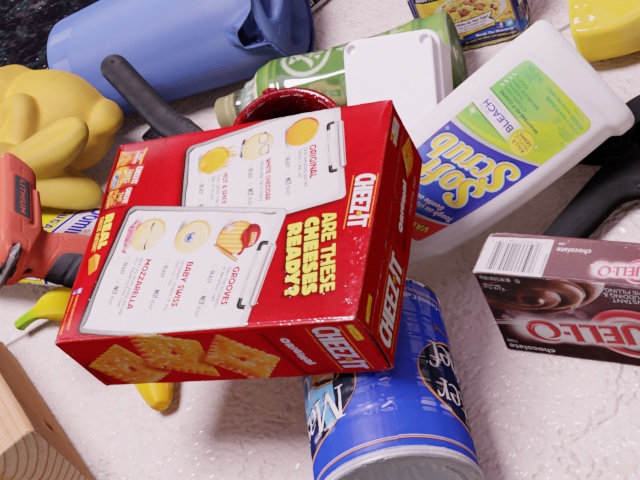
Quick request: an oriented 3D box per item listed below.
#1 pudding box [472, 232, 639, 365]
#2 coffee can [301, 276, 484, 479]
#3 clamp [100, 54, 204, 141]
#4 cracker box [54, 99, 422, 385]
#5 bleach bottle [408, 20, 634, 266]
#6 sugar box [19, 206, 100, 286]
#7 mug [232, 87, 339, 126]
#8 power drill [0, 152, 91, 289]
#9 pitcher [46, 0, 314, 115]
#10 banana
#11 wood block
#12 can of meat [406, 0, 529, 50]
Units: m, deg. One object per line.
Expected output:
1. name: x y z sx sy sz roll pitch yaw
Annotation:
1. pudding box: 0.165 0.038 0.685 0.114 0.090 0.039 7 54 33
2. coffee can: 0.041 0.106 0.683 0.103 0.102 0.140 -20 45 12
3. clamp: -0.130 -0.097 0.943 0.039 0.120 0.172 -48 51 -9
4. cracker box: -0.050 0.006 0.695 0.214 0.072 0.164 -6 54 26
5. bleach bottle: 0.094 -0.038 0.766 0.251 0.068 0.102 -42 87 11
6. sugar box: -0.249 0.002 0.943 0.176 0.048 0.093 1 22 30
7. mug: -0.024 -0.072 0.870 0.093 0.081 0.117 -21 59 -4
8. power drill: -0.169 -0.007 0.845 0.057 0.187 0.184 -55 33 33
9. pitcher: -0.134 -0.203 1.028 0.243 0.149 0.145 -15 79 24
10. banana: -0.173 0.075 0.874 0.198 0.037 0.069 20 83 40
11. wood block: -0.261 0.140 0.810 0.090 0.090 0.206 -41 40 -10
12. can of meat: 0.126 -0.214 0.929 0.102 0.084 0.057 -9 48 21
